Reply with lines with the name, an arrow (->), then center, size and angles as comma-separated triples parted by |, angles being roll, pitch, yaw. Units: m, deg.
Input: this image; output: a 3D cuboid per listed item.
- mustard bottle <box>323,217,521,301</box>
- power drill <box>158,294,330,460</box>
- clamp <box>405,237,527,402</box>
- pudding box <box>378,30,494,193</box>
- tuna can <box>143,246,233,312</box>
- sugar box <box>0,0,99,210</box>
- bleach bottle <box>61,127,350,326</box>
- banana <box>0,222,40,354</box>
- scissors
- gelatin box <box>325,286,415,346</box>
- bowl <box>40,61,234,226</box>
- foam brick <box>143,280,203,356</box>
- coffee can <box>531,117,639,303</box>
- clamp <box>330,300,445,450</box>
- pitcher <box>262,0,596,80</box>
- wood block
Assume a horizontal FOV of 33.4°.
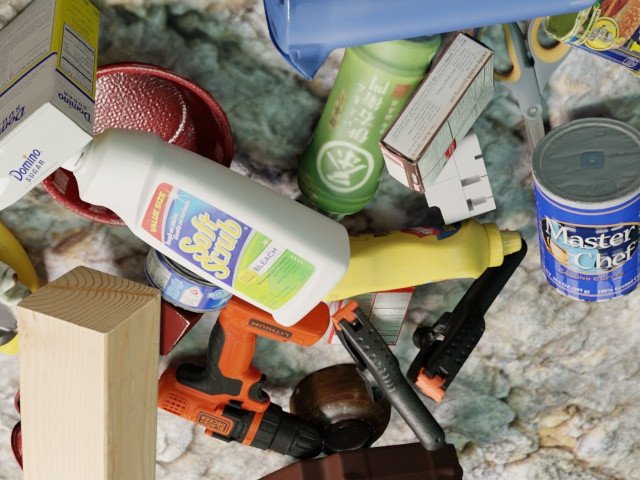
mustard bottle -> 0.090, 0.014, 0.981 | 0.191, 0.096, 0.058 | -8, 96, -5
power drill -> -0.058, 0.131, 1.059 | 0.184, 0.057, 0.188 | 21, 124, -7
clamp -> 0.130, 0.079, 0.996 | 0.036, 0.209, 0.165 | 39, 112, -1
pudding box -> 0.096, -0.101, 0.856 | 0.113, 0.039, 0.090 | -56, 164, -6
tuna can -> -0.112, 0.023, 0.954 | 0.086, 0.086, 0.034 | 15, 125, -23
sugar box -> -0.203, -0.106, 0.756 | 0.093, 0.176, 0.048 | -35, 129, 19
bleach bottle -> -0.101, -0.019, 0.860 | 0.250, 0.068, 0.103 | 26, 128, -27
banana -> -0.290, 0.044, 0.971 | 0.069, 0.037, 0.198 | -1, 132, -11
scissors -> 0.197, -0.130, 0.923 | 0.096, 0.016, 0.201 | -29, 131, 15
gelatin box -> 0.047, 0.066, 1.062 | 0.073, 0.030, 0.089 | 1, 134, -13
bowl -> -0.153, -0.088, 0.865 | 0.162, 0.055, 0.162 | -6, 133, -6
foam brick -> -0.135, 0.059, 0.978 | 0.053, 0.078, 0.051 | 40, 120, 1
coffee can -> 0.246, -0.025, 0.960 | 0.103, 0.103, 0.140 | -15, 138, 3
clamp -> 0.054, 0.124, 1.047 | 0.039, 0.120, 0.171 | -38, 114, -18
pitcher -> 0.076, -0.217, 0.755 | 0.242, 0.145, 0.149 | -8, 145, -9
wood block -> -0.203, 0.140, 0.945 | 0.091, 0.090, 0.206 | 16, 117, 20
